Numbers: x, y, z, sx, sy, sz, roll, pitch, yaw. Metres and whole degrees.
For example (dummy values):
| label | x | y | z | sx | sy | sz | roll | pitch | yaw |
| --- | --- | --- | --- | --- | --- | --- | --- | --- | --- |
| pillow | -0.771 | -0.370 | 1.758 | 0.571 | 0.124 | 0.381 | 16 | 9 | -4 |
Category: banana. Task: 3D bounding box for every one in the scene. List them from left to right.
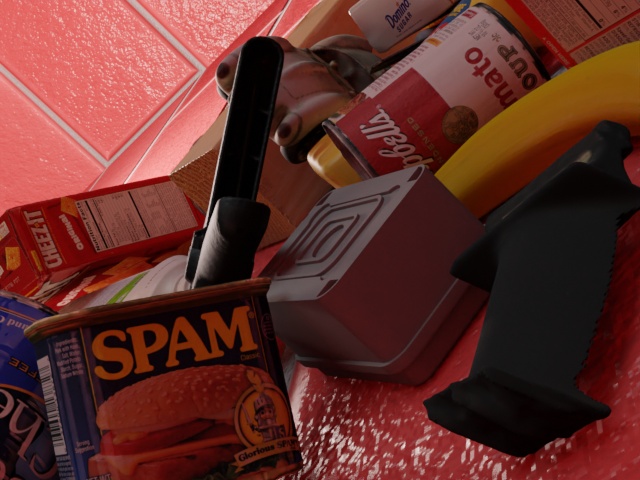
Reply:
| label | x | y | z | sx | sy | sz | roll | pitch | yaw |
| --- | --- | --- | --- | --- | --- | --- | --- | --- | --- |
| banana | 0.103 | -0.044 | 0.459 | 0.069 | 0.037 | 0.198 | -53 | 16 | -26 |

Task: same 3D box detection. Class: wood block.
| label | x | y | z | sx | sy | sz | roll | pitch | yaw |
| --- | --- | --- | --- | --- | --- | --- | --- | --- | --- |
| wood block | -0.011 | -0.100 | 0.831 | 0.205 | 0.090 | 0.091 | -53 | 16 | -27 |

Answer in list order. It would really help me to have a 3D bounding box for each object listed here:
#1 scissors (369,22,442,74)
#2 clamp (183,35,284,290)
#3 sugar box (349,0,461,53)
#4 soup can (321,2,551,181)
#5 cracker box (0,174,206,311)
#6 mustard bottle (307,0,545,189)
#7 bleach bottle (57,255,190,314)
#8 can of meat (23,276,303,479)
| label | x | y | z | sx | sy | sz | roll | pitch | yaw |
| --- | --- | --- | --- | --- | --- | --- | --- | --- | --- |
| scissors | 0.091 | -0.145 | 0.712 | 0.096 | 0.016 | 0.201 | -32 | 3 | 19 |
| clamp | -0.054 | 0.001 | 0.597 | 0.164 | 0.036 | 0.210 | -85 | 10 | -45 |
| sugar box | 0.111 | -0.198 | 0.755 | 0.176 | 0.048 | 0.093 | -39 | 7 | -31 |
| soup can | 0.061 | -0.065 | 0.552 | 0.102 | 0.068 | 0.068 | -38 | 14 | 0 |
| cracker box | -0.218 | 0.016 | 0.971 | 0.213 | 0.072 | 0.164 | -18 | -12 | -48 |
| mustard bottle | 0.076 | -0.097 | 0.633 | 0.191 | 0.058 | 0.096 | -45 | 1 | 2 |
| bleach bottle | -0.151 | 0.069 | 0.832 | 0.251 | 0.068 | 0.102 | -23 | 25 | 53 |
| can of meat | -0.062 | 0.066 | 0.442 | 0.101 | 0.084 | 0.058 | -9 | -8 | -28 |
